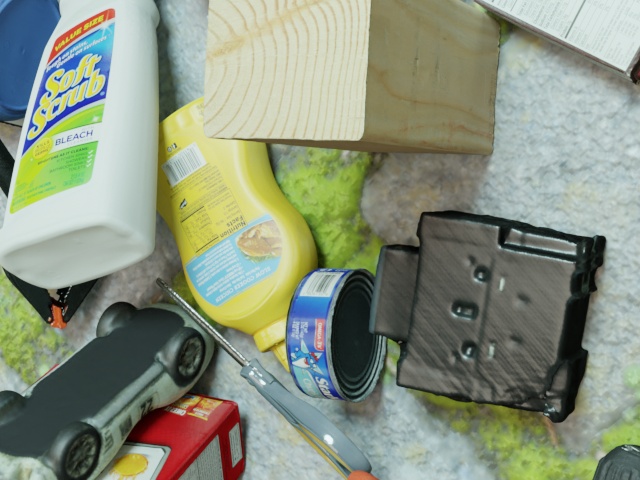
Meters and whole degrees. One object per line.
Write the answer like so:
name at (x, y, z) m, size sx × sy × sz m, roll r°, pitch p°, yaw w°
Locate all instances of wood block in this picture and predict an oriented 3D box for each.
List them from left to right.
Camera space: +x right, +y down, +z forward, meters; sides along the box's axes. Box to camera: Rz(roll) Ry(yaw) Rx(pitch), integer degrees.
wood block at (0.027, -0.097, 0.605) m, size 0.091 × 0.205 × 0.090 m, roll 5°, pitch 94°, yaw 26°

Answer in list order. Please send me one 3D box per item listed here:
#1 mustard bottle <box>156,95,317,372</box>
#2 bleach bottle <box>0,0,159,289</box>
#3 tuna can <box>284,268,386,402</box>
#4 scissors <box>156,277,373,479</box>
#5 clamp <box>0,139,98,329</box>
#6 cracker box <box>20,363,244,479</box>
mustard bottle at (-0.055, 0.001, 0.732) m, size 0.096 × 0.058 × 0.192 m, roll -31°, pitch 79°, yaw 25°
bleach bottle at (-0.159, -0.097, 0.730) m, size 0.103 × 0.068 × 0.251 m, roll -17°, pitch 56°, yaw 21°
tuna can at (0.011, 0.060, 0.687) m, size 0.034 × 0.086 × 0.086 m, roll 1°, pitch 93°, yaw 27°
scissors at (-0.034, 0.093, 0.696) m, size 0.202 × 0.096 × 0.016 m, roll 46°, pitch 76°, yaw -3°
clamp at (-0.205, -0.021, 0.784) m, size 0.039 × 0.120 × 0.171 m, roll -148°, pitch 67°, yaw -68°
cracker box at (-0.172, 0.176, 0.711) m, size 0.164 × 0.213 × 0.072 m, roll 8°, pitch 119°, yaw 25°
